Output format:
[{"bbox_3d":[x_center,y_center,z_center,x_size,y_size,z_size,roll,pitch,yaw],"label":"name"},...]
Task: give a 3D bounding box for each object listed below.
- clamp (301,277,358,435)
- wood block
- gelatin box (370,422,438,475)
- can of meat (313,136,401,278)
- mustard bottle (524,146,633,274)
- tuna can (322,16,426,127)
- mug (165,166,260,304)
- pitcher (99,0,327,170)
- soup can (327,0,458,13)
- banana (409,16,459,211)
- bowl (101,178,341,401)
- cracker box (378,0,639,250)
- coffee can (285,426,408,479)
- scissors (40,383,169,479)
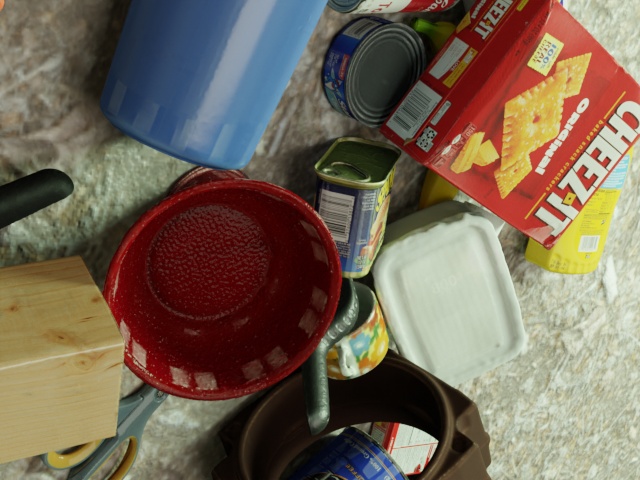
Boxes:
[{"bbox_3d":[-0.029,0.075,0.874,0.039,0.120,0.171,87,20,-49],"label":"clamp"},{"bbox_3d":[-0.234,0.083,0.646,0.205,0.090,0.091,-10,133,-28],"label":"wood block"},{"bbox_3d":[0.089,0.199,1.081,0.089,0.030,0.073,3,108,-43],"label":"gelatin box"},{"bbox_3d":[0.026,-0.028,0.865,0.102,0.057,0.084,-56,157,-64],"label":"can of meat"},{"bbox_3d":[0.273,-0.062,1.089,0.096,0.058,0.192,0,111,-41],"label":"mustard bottle"},{"bbox_3d":[0.043,-0.137,0.864,0.085,0.034,0.086,-20,123,-34],"label":"tuna can"},{"bbox_3d":[-0.055,0.001,0.813,0.117,0.082,0.093,25,94,-46],"label":"mug"},{"bbox_3d":[-0.050,-0.175,0.706,0.149,0.145,0.243,16,104,-33],"label":"pitcher"},{"bbox_3d":[0.055,-0.208,0.813,0.102,0.069,0.068,-11,118,-37],"label":"soup can"},{"bbox_3d":[0.111,-0.111,0.940,0.069,0.037,0.198,-16,122,-15],"label":"banana"},{"bbox_3d":[-0.070,0.026,0.723,0.162,0.055,0.162,-7,115,-16],"label":"bowl"},{"bbox_3d":[0.175,-0.102,0.902,0.213,0.072,0.164,28,103,-45],"label":"cracker box"},{"bbox_3d":[0.005,0.255,0.983,0.140,0.103,0.103,-37,131,-22],"label":"coffee can"},{"bbox_3d":[-0.146,0.118,0.840,0.096,0.016,0.202,37,85,-46],"label":"scissors"}]
